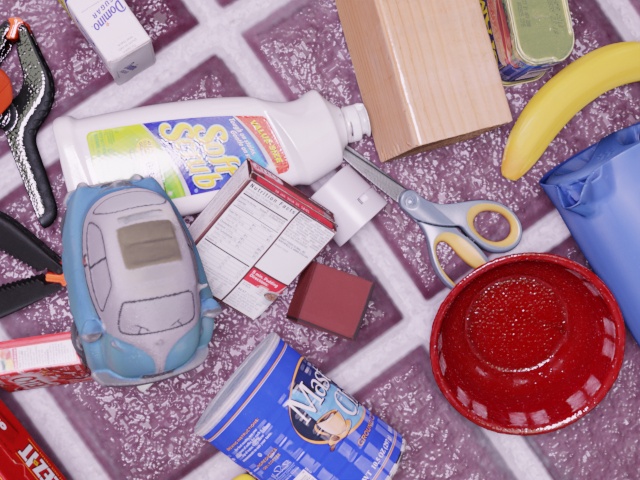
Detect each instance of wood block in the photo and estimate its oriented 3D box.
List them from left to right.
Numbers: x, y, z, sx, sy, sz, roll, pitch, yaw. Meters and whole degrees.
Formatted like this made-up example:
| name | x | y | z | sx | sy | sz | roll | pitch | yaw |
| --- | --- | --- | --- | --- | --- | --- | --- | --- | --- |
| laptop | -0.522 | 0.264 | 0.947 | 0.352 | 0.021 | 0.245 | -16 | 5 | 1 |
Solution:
| name | x | y | z | sx | sy | sz | roll | pitch | yaw |
| --- | --- | --- | --- | --- | --- | --- | --- | --- | --- |
| wood block | 0.075 | -0.179 | 0.887 | 0.090 | 0.091 | 0.206 | -16 | 90 | -17 |

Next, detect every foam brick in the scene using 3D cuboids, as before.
| name | x | y | z | sx | sy | sz | roll | pitch | yaw |
| --- | --- | --- | --- | --- | --- | --- | --- | --- | --- |
| foam brick | 0.007 | 0.050 | 0.885 | 0.053 | 0.078 | 0.051 | 19 | 85 | -8 |

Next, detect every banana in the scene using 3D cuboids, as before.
| name | x | y | z | sx | sy | sz | roll | pitch | yaw |
| --- | --- | --- | --- | --- | --- | --- | --- | --- | --- |
| banana | 0.235 | -0.125 | 0.936 | 0.197 | 0.037 | 0.069 | -28 | 90 | -7 |

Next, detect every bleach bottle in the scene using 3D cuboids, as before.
| name | x | y | z | sx | sy | sz | roll | pitch | yaw |
| --- | --- | --- | --- | --- | --- | --- | --- | --- | --- |
| bleach bottle | -0.084 | -0.079 | 0.882 | 0.250 | 0.068 | 0.102 | -14 | 93 | -6 |

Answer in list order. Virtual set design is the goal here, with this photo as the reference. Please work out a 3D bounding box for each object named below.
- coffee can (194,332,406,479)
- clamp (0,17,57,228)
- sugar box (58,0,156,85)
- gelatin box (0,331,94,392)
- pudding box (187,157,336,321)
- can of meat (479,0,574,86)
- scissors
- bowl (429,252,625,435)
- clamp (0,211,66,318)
| name | x | y | z | sx | sy | sz | roll | pitch | yaw |
| --- | --- | --- | --- | --- | --- | --- | --- | --- | --- |
| coffee can | -0.016 | 0.157 | 0.865 | 0.140 | 0.103 | 0.103 | 39 | 84 | -4 |
| clamp | -0.274 | -0.098 | 0.879 | 0.120 | 0.039 | 0.171 | 3 | 89 | -10 |
| sugar box | -0.200 | -0.214 | 0.863 | 0.048 | 0.093 | 0.176 | -32 | 91 | -6 |
| gelatin box | -0.222 | 0.098 | 0.851 | 0.073 | 0.089 | 0.030 | -7 | 75 | -7 |
| pudding box | -0.056 | 0.001 | 0.864 | 0.090 | 0.039 | 0.114 | 33 | 111 | -23 |
| can of meat | 0.172 | -0.190 | 0.908 | 0.057 | 0.084 | 0.102 | -12 | 90 | -7 |
| scissors | 0.097 | -0.040 | 0.929 | 0.096 | 0.016 | 0.202 | -37 | 92 | -8 |
| bowl | 0.170 | 0.080 | 0.900 | 0.162 | 0.055 | 0.162 | 0 | 106 | 1 |
| clamp | -0.307 | 0.006 | 0.858 | 0.210 | 0.036 | 0.164 | 1 | 101 | -4 |
